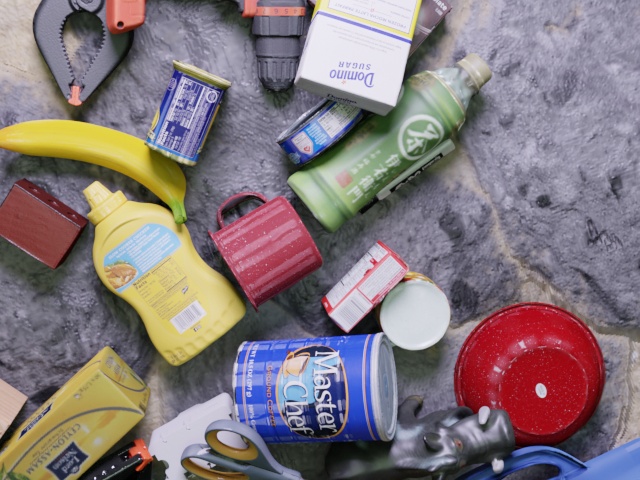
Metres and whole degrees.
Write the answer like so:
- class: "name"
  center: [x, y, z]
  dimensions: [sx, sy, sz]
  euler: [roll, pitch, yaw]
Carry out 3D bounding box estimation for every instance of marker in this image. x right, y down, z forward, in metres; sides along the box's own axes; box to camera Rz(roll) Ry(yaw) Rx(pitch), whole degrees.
- class: "marker"
  center: [0.081, -0.065, 1.069]
  dimensions: [0.121, 0.020, 0.020]
  euler: [-35, 99, 1]

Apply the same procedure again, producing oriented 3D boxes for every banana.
- class: "banana"
  center: [-0.208, -0.080, 1.024]
  dimensions: [0.198, 0.069, 0.037]
  euler: [22, 128, 1]

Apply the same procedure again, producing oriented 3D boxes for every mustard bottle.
- class: "mustard bottle"
  center: [-0.165, 0.022, 1.042]
  dimensions: [0.096, 0.058, 0.191]
  euler: [-37, 99, 6]

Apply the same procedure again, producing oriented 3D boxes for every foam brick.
- class: "foam brick"
  center: [-0.271, -0.016, 1.032]
  dimensions: [0.078, 0.053, 0.051]
  euler: [34, 94, -9]

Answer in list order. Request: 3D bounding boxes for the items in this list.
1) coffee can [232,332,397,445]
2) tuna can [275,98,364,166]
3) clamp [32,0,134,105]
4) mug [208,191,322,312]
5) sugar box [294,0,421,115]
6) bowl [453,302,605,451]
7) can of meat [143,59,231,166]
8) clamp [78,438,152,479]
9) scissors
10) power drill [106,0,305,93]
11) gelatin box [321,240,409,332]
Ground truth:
- class: "coffee can"
  center: [-0.003, 0.144, 1.031]
  dimensions: [0.140, 0.102, 0.103]
  euler: [-5, 98, 13]
- class: "tuna can"
  center: [0.000, -0.109, 1.024]
  dimensions: [0.086, 0.086, 0.033]
  euler: [-39, 100, 1]
- class: "clamp"
  center: [-0.211, -0.234, 1.015]
  dimensions: [0.164, 0.036, 0.210]
  euler: [0, 98, -8]
- class: "mug"
  center: [-0.057, 0.001, 1.041]
  dimensions: [0.081, 0.093, 0.117]
  euler: [-31, 63, -5]
- class: "sugar box"
  center: [0.042, -0.212, 0.979]
  dimensions: [0.093, 0.048, 0.176]
  euler: [17, 83, -9]
- class: "bowl"
  center: [0.221, 0.147, 1.092]
  dimensions: [0.162, 0.055, 0.162]
  euler: [0, 97, -4]
- class: "can of meat"
  center: [-0.125, -0.120, 1.005]
  dimensions: [0.057, 0.102, 0.084]
  euler: [22, 97, -8]
- class: "clamp"
  center: [-0.227, 0.264, 1.039]
  dimensions: [0.120, 0.039, 0.172]
  euler: [8, 118, -49]
- class: "scissors"
  center: [-0.033, 0.216, 1.019]
  dimensions: [0.201, 0.016, 0.096]
  euler: [10, 132, -2]
- class: "power drill"
  center: [-0.105, -0.230, 1.000]
  dimensions: [0.187, 0.057, 0.184]
  euler: [-3, 101, -19]
- class: "gelatin box"
  center: [0.044, 0.045, 1.054]
  dimensions: [0.030, 0.073, 0.089]
  euler: [44, 91, -10]
